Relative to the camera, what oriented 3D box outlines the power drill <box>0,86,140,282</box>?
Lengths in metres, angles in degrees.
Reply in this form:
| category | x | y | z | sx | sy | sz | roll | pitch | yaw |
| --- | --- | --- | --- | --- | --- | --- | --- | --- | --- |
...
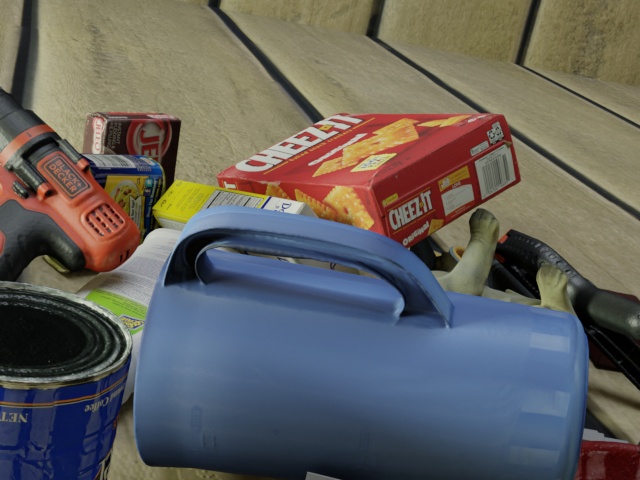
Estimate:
| category | x | y | z | sx | sy | sz | roll | pitch | yaw |
| --- | --- | --- | --- | --- | --- | --- | --- | --- | --- |
| power drill | -0.245 | -0.016 | 0.728 | 0.184 | 0.057 | 0.187 | 44 | 59 | 11 |

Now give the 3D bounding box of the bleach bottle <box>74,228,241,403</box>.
| category | x | y | z | sx | sy | sz | roll | pitch | yaw |
| --- | --- | --- | --- | --- | --- | --- | --- | --- | --- |
| bleach bottle | -0.143 | 0.060 | 0.759 | 0.103 | 0.068 | 0.250 | 15 | 21 | 18 |

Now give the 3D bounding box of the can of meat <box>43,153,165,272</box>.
| category | x | y | z | sx | sy | sz | roll | pitch | yaw |
| --- | --- | --- | --- | --- | --- | --- | --- | --- | --- |
| can of meat | -0.186 | -0.026 | 0.922 | 0.083 | 0.102 | 0.058 | -2 | 23 | -43 |

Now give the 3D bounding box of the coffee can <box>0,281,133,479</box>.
| category | x | y | z | sx | sy | sz | roll | pitch | yaw |
| --- | --- | --- | --- | --- | --- | --- | --- | --- | --- |
| coffee can | -0.149 | 0.103 | 0.496 | 0.102 | 0.140 | 0.103 | 12 | 18 | -4 |

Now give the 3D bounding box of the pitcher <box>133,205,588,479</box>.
| category | x | y | z | sx | sy | sz | roll | pitch | yaw |
| --- | --- | --- | --- | --- | --- | --- | --- | --- | --- |
| pitcher | 0.024 | 0.072 | 0.605 | 0.243 | 0.145 | 0.149 | 7 | -10 | 8 |

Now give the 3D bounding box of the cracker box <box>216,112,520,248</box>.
| category | x | y | z | sx | sy | sz | roll | pitch | yaw |
| --- | --- | --- | --- | --- | --- | --- | --- | --- | --- |
| cracker box | 0.037 | -0.056 | 0.925 | 0.163 | 0.072 | 0.214 | -29 | 23 | -33 |

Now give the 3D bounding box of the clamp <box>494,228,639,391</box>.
| category | x | y | z | sx | sy | sz | roll | pitch | yaw |
| --- | --- | --- | --- | --- | --- | --- | --- | --- | --- |
| clamp | 0.223 | 0.061 | 0.898 | 0.210 | 0.036 | 0.164 | 42 | -8 | 48 |

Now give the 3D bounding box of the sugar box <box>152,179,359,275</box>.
| category | x | y | z | sx | sy | sz | roll | pitch | yaw |
| --- | --- | --- | --- | --- | --- | --- | --- | --- | --- |
| sugar box | -0.056 | 0.001 | 0.885 | 0.177 | 0.048 | 0.093 | 10 | -32 | 46 |

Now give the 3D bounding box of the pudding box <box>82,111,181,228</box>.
| category | x | y | z | sx | sy | sz | roll | pitch | yaw |
| --- | --- | --- | --- | --- | --- | --- | --- | --- | --- |
| pudding box | -0.183 | -0.066 | 1.021 | 0.039 | 0.113 | 0.089 | 24 | 21 | 40 |
